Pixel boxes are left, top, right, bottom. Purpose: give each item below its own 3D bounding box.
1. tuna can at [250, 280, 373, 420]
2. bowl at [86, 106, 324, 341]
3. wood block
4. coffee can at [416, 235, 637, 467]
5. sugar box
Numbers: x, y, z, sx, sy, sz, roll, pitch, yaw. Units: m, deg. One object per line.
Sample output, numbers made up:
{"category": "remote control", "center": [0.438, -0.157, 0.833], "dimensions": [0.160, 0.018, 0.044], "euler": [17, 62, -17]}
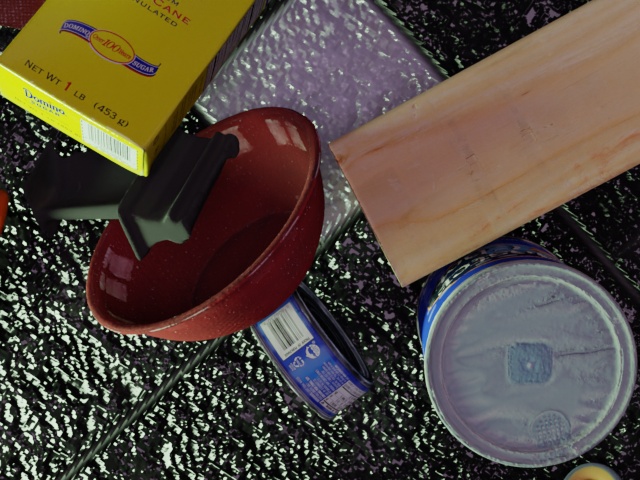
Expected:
{"category": "tuna can", "center": [-0.007, 0.060, 0.622], "dimensions": [0.034, 0.086, 0.086], "euler": [-37, 92, 5]}
{"category": "bowl", "center": [-0.054, 0.001, 0.605], "dimensions": [0.162, 0.162, 0.055], "euler": [-37, 125, 6]}
{"category": "wood block", "center": [0.117, -0.064, 0.599], "dimensions": [0.206, 0.091, 0.090], "euler": [-28, 92, 6]}
{"category": "coffee can", "center": [0.106, 0.054, 0.586], "dimensions": [0.103, 0.140, 0.103], "euler": [0, 95, 3]}
{"category": "sugar box", "center": [-0.089, -0.131, 0.592], "dimensions": [0.093, 0.048, 0.176], "euler": [31, 70, 0]}
